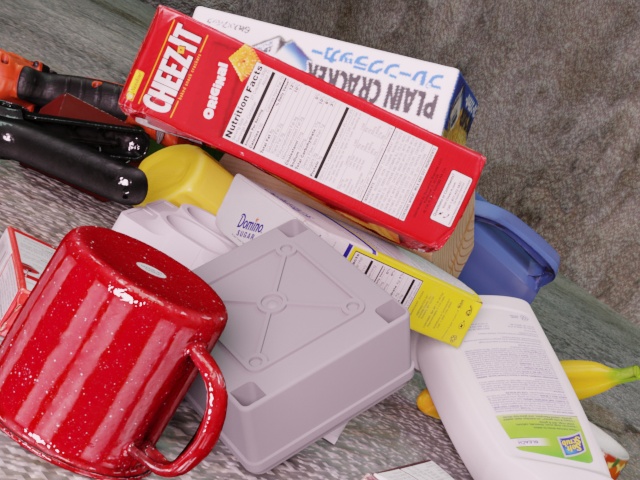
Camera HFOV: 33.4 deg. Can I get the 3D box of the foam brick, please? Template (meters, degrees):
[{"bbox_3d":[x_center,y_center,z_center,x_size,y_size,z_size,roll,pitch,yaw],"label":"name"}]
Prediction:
[{"bbox_3d":[-0.183,-0.071,0.834,0.078,0.053,0.051,25,-23,-31],"label":"foam brick"}]

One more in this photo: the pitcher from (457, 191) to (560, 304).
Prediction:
[{"bbox_3d":[0.142,-0.011,1.190,0.242,0.149,0.145,39,16,-34],"label":"pitcher"}]

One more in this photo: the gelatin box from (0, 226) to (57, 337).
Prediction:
[{"bbox_3d":[-0.137,0.034,0.567,0.073,0.030,0.089,28,10,-28],"label":"gelatin box"}]

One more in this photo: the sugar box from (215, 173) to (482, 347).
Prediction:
[{"bbox_3d":[0.020,0.016,0.727,0.176,0.048,0.093,21,9,-37],"label":"sugar box"}]

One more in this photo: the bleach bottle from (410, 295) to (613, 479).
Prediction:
[{"bbox_3d":[0.132,0.133,0.722,0.102,0.068,0.251,-1,32,-8],"label":"bleach bottle"}]

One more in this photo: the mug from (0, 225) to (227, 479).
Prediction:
[{"bbox_3d":[-0.086,0.053,0.470,0.117,0.081,0.093,37,11,31],"label":"mug"}]

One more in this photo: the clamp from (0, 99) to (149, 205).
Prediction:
[{"bbox_3d":[-0.208,-0.071,0.712,0.209,0.036,0.165,12,12,-19],"label":"clamp"}]

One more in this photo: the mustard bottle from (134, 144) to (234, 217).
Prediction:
[{"bbox_3d":[-0.056,0.001,0.834,0.191,0.058,0.096,39,-25,-33],"label":"mustard bottle"}]

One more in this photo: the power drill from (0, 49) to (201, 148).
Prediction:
[{"bbox_3d":[-0.197,-0.119,0.936,0.187,0.057,0.184,10,2,5],"label":"power drill"}]

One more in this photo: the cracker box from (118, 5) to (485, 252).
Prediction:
[{"bbox_3d":[-0.017,-0.067,0.696,0.213,0.072,0.164,24,1,-7],"label":"cracker box"}]
